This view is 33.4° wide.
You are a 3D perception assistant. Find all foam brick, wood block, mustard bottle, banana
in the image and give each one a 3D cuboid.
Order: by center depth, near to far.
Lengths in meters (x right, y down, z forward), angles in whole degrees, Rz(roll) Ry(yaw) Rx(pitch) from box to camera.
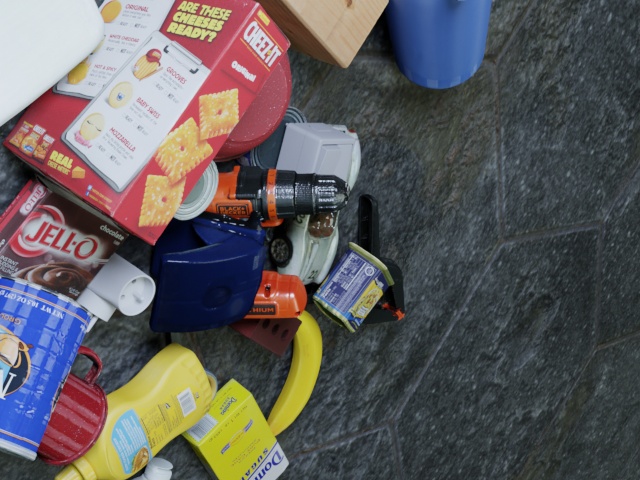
[{"bbox_3d":[-0.029,-0.267,1.045,0.091,0.090,0.205,-58,144,-5],"label":"wood block"},{"bbox_3d":[-0.203,0.200,1.139,0.191,0.058,0.096,-39,135,-32],"label":"mustard bottle"},{"bbox_3d":[-0.070,0.095,1.270,0.053,0.051,0.078,-58,144,-4],"label":"foam brick"},{"bbox_3d":[-0.033,0.164,1.378,0.069,0.037,0.198,-4,116,-20],"label":"banana"}]

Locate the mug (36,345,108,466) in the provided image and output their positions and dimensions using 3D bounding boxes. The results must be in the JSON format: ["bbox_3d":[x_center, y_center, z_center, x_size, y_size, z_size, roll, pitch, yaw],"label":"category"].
[{"bbox_3d":[-0.262,0.154,1.047,0.117,0.093,0.081,-51,138,-8],"label":"mug"}]

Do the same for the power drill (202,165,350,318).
[{"bbox_3d":[-0.057,0.001,1.142,0.057,0.184,0.188,-82,171,-48],"label":"power drill"}]

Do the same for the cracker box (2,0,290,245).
[{"bbox_3d":[-0.151,-0.125,0.929,0.213,0.164,0.072,-56,145,-6],"label":"cracker box"}]

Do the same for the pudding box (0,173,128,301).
[{"bbox_3d":[-0.248,0.001,0.992,0.090,0.039,0.113,-50,145,4],"label":"pudding box"}]

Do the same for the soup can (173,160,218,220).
[{"bbox_3d":[-0.154,-0.068,1.016,0.068,0.102,0.068,-29,133,-36],"label":"soup can"}]

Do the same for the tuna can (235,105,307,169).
[{"bbox_3d":[-0.055,-0.110,1.165,0.086,0.034,0.086,-29,133,-36],"label":"tuna can"}]

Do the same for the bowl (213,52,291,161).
[{"bbox_3d":[-0.085,-0.149,1.055,0.161,0.055,0.162,-14,116,-30],"label":"bowl"}]

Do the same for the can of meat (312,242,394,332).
[{"bbox_3d":[0.039,0.060,1.305,0.084,0.057,0.102,-53,161,-7],"label":"can of meat"}]

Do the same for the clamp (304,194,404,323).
[{"bbox_3d":[0.050,0.058,1.401,0.164,0.036,0.210,-48,138,-14],"label":"clamp"}]

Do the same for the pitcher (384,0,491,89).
[{"bbox_3d":[0.124,-0.279,1.166,0.243,0.145,0.149,74,40,-66],"label":"pitcher"}]

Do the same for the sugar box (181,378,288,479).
[{"bbox_3d":[-0.104,0.261,1.343,0.093,0.048,0.176,-43,138,-18],"label":"sugar box"}]

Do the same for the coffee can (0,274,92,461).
[{"bbox_3d":[-0.278,0.113,0.955,0.102,0.103,0.140,44,60,-53],"label":"coffee can"}]
